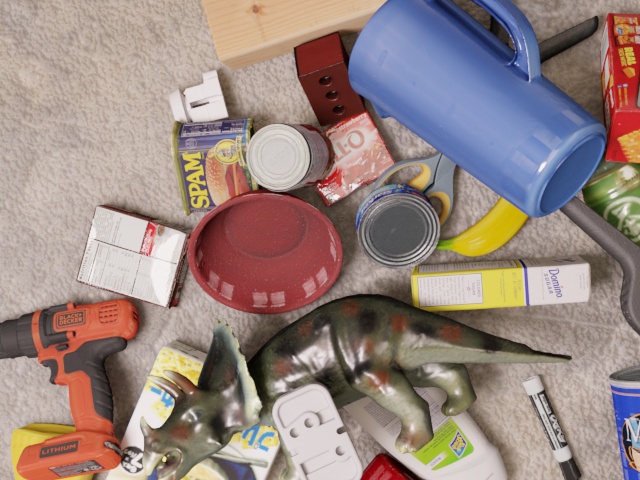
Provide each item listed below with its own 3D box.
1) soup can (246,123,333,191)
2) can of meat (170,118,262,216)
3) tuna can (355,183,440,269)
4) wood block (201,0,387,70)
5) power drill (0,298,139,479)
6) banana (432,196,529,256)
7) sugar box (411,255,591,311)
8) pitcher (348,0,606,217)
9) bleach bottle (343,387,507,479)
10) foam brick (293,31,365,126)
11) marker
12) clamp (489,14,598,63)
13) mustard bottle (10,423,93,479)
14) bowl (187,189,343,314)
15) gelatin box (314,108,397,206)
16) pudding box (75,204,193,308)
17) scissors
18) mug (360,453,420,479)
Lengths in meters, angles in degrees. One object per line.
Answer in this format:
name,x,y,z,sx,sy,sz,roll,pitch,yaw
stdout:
soup can,-0.030,-0.085,1.084,0.068,0.102,0.068,1,95,13
can of meat,-0.108,-0.079,1.132,0.084,0.057,0.102,-4,125,4
tuna can,0.080,-0.015,1.111,0.086,0.034,0.086,-1,114,-3
wood block,-0.013,-0.255,1.113,0.206,0.090,0.091,-16,91,7
power drill,-0.283,0.158,1.140,0.184,0.057,0.187,-12,63,9
banana,0.198,-0.055,1.114,0.069,0.037,0.198,33,95,-13
sugar box,0.183,0.045,1.096,0.176,0.093,0.048,-2,94,8
pitcher,0.154,-0.141,1.022,0.145,0.149,0.243,-46,63,-2
bleach bottle,0.105,0.200,1.128,0.102,0.068,0.251,-41,89,8
foam brick,0.010,-0.167,1.112,0.053,0.078,0.051,-18,49,11
marker,0.246,0.202,1.130,0.020,0.020,0.121,-23,89,7
clamp,0.208,-0.190,1.114,0.120,0.039,0.171,25,101,10
mustard bottle,-0.297,0.303,1.180,0.096,0.058,0.191,3,93,17
bowl,-0.057,0.001,1.122,0.162,0.055,0.162,-1,128,-1
gelatin box,0.028,-0.088,1.143,0.089,0.030,0.073,-29,88,7
pudding box,-0.202,0.017,1.171,0.113,0.039,0.090,17,94,8
scissors,0.148,-0.079,1.120,0.202,0.016,0.096,-31,110,8
mug,0.072,0.281,1.110,0.093,0.117,0.081,38,91,-19
